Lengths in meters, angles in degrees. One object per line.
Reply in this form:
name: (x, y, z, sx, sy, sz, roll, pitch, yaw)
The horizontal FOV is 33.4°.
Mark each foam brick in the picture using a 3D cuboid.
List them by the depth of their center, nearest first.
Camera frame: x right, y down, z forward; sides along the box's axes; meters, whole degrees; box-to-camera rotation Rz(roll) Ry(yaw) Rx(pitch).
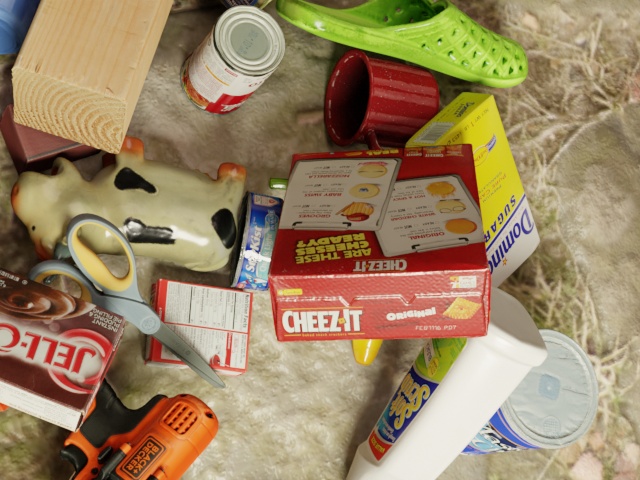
foam brick: (-0.227, -0.094, 0.911, 0.078, 0.053, 0.051, -22, 86, -28)

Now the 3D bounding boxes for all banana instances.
banana: (0.024, 0.017, 1.005, 0.069, 0.037, 0.198, -27, 85, 3)

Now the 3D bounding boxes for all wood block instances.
wood block: (-0.175, -0.189, 0.880, 0.090, 0.090, 0.206, 17, 64, -7)

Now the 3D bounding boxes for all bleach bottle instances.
bleach bottle: (0.088, 0.157, 0.901, 0.068, 0.102, 0.251, 25, 111, -16)

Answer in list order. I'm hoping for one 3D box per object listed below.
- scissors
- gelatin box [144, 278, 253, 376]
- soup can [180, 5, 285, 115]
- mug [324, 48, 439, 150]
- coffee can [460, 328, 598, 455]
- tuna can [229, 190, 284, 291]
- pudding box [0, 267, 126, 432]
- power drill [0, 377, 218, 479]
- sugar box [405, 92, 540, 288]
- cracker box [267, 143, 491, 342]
scissors: (-0.161, 0.069, 0.868, 0.096, 0.016, 0.201, -28, 118, -5)
gelatin box: (-0.106, 0.077, 0.934, 0.089, 0.030, 0.073, 10, 72, -21)
soup can: (-0.080, -0.162, 0.964, 0.068, 0.102, 0.068, 6, 74, -22)
mug: (0.063, -0.122, 1.020, 0.081, 0.093, 0.117, 5, 53, -27)
coffee can: (0.169, 0.141, 0.975, 0.102, 0.140, 0.103, 6, 75, -22)
tuna can: (-0.056, 0.001, 0.940, 0.033, 0.086, 0.086, 10, 73, -9)
pudding box: (-0.212, 0.079, 0.788, 0.113, 0.039, 0.090, 21, 46, -5)
power drill: (-0.199, 0.156, 0.815, 0.188, 0.057, 0.184, 34, 62, 18)
sugar box: (0.150, -0.043, 1.026, 0.093, 0.048, 0.176, -41, 121, -26)
cracker box: (0.050, -0.002, 0.878, 0.164, 0.213, 0.072, -3, 120, 6)
